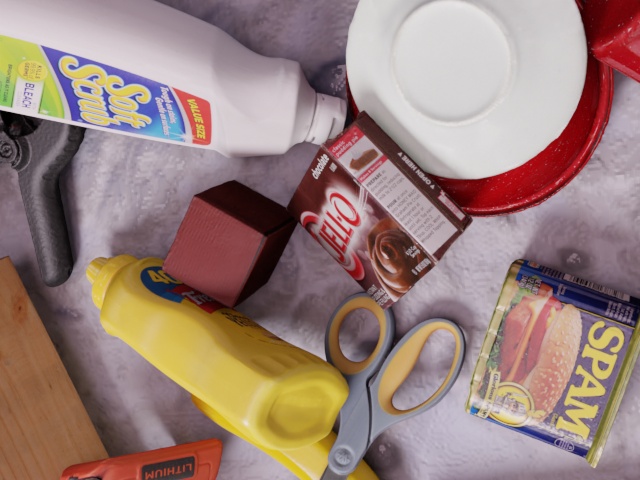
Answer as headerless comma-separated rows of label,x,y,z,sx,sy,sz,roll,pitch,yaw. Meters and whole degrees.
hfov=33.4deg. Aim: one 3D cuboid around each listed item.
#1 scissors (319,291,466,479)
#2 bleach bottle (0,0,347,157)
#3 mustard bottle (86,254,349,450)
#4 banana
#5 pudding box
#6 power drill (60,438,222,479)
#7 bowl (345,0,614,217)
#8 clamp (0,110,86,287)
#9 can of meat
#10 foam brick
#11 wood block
scissors,0.006,0.116,0.665,0.096,0.016,0.202,43,88,15
bleach bottle,-0.104,-0.102,0.621,0.250,0.103,0.068,12,58,-13
mustard bottle,-0.079,0.058,0.659,0.192,0.096,0.058,29,96,32
banana,-0.003,0.156,0.691,0.070,0.037,0.198,-40,87,15
pudding box,0.031,-0.014,0.619,0.090,0.114,0.039,45,68,4
power drill,-0.087,0.225,0.678,0.057,0.184,0.187,-21,75,43
bowl,0.080,-0.085,0.605,0.162,0.055,0.162,8,109,23
clamp,-0.191,-0.053,0.701,0.120,0.039,0.172,33,118,0
can of meat,0.139,0.069,0.630,0.084,0.057,0.102,20,103,14
foam brick,-0.054,0.001,0.659,0.051,0.078,0.053,29,105,7
wood block,-0.216,0.129,0.705,0.091,0.090,0.206,-24,92,38
